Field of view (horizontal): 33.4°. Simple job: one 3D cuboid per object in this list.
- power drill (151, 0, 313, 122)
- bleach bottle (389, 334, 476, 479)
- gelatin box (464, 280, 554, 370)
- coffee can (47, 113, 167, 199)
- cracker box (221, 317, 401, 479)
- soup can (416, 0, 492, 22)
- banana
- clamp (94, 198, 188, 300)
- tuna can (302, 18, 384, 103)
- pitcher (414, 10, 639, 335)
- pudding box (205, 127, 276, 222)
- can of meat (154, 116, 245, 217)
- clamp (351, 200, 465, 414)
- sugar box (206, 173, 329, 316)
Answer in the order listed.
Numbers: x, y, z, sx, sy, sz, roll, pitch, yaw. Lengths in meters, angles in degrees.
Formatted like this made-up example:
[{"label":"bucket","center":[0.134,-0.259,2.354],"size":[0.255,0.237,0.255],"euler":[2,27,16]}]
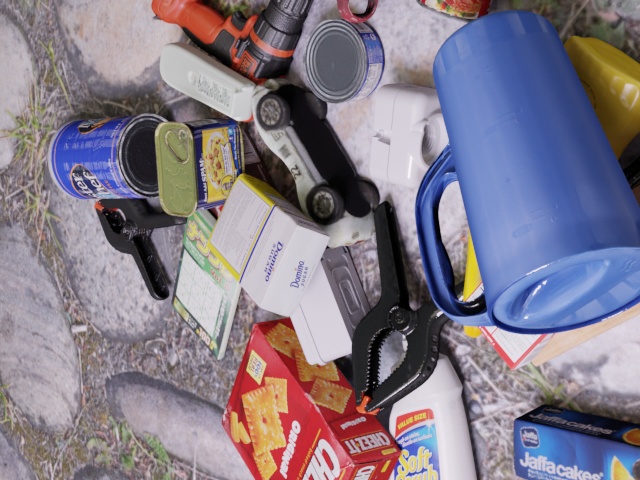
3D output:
[{"label":"power drill","center":[-0.099,-0.252,1.176],"size":[0.188,0.057,0.185],"euler":[49,127,23]},{"label":"bleach bottle","center":[0.108,0.216,1.092],"size":[0.103,0.067,0.251],"euler":[-6,92,47]},{"label":"gelatin box","center":[0.171,0.052,0.895],"size":[0.073,0.030,0.089],"euler":[52,128,23]},{"label":"coffee can","center":[-0.254,-0.102,1.318],"size":[0.141,0.102,0.103],"euler":[1,100,42]},{"label":"cracker box","center":[-0.020,0.214,1.163],"size":[0.214,0.071,0.164],"euler":[51,134,38]},{"label":"soup can","center":[0.133,-0.255,0.960],"size":[0.069,0.068,0.102],"euler":[33,119,32]},{"label":"banana","center":[0.149,-0.012,0.986],"size":[0.070,0.037,0.198],"euler":[126,144,-73]},{"label":"clamp","center":[-0.226,-0.018,1.357],"size":[0.172,0.039,0.120],"euler":[42,112,30]},{"label":"tuna can","center":[0.024,-0.184,1.096],"size":[0.086,0.033,0.086],"euler":[11,107,40]},{"label":"pitcher","center":[0.157,-0.054,0.837],"size":[0.145,0.149,0.243],"euler":[117,146,-54]},{"label":"pudding box","center":[-0.100,-0.061,1.232],"size":[0.090,0.039,0.113],"euler":[-34,77,41]},{"label":"can of meat","center":[-0.129,-0.083,1.168],"size":[0.058,0.083,0.102],"euler":[7,106,39]},{"label":"clamp","center":[0.080,0.070,1.058],"size":[0.165,0.036,0.210],"euler":[33,97,34]},{"label":"sugar box","center":[-0.057,0.002,1.102],"size":[0.093,0.048,0.176],"euler":[-65,32,10]}]
